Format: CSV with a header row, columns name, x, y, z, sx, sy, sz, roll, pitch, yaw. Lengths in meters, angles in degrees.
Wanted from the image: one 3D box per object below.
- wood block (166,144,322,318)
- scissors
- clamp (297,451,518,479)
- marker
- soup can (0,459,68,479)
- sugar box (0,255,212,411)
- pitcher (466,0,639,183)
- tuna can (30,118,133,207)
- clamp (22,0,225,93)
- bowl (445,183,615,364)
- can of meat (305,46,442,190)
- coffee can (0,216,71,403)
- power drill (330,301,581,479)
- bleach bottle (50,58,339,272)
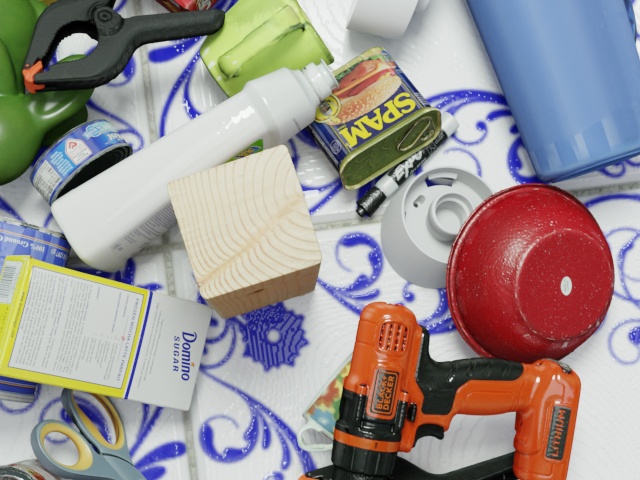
name,x,y,z,sx,sy,sz,roll,pitch,yaw
wood block,-0.055,0.002,0.840,0.090,0.206,0.090,-18,83,-4
scissors,-0.167,0.208,0.880,0.016,0.096,0.202,-38,81,38
clamp,0.083,0.229,0.865,0.210,0.036,0.164,5,42,5
marker,0.076,-0.066,0.946,0.020,0.020,0.121,44,84,5
soup can,-0.242,0.212,0.860,0.068,0.102,0.068,0,82,-1
sugar box,-0.177,0.077,0.862,0.175,0.048,0.093,21,79,-40
pitcher,0.210,-0.180,0.919,0.149,0.145,0.243,-19,86,8
tuna can,-0.203,-0.064,0.908,0.086,0.086,0.034,-41,83,-6
clamp,-0.177,-0.186,0.872,0.171,0.039,0.120,-32,76,-19
bowl,0.188,0.034,0.888,0.161,0.055,0.162,-2,96,-20
can of meat,0.040,-0.107,0.924,0.102,0.057,0.084,-32,66,-6
coffee can,-0.271,0.055,0.881,0.103,0.103,0.140,12,82,1
power drill,0.103,0.151,0.837,0.187,0.057,0.184,10,91,-14
bleach bottle,-0.096,-0.069,0.889,0.251,0.102,0.068,-33,83,1
